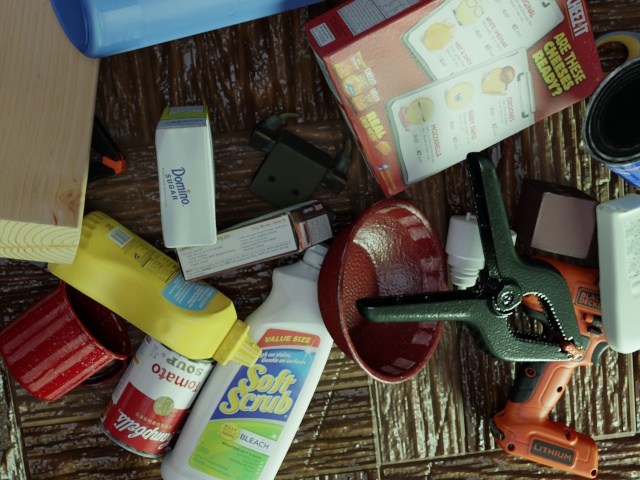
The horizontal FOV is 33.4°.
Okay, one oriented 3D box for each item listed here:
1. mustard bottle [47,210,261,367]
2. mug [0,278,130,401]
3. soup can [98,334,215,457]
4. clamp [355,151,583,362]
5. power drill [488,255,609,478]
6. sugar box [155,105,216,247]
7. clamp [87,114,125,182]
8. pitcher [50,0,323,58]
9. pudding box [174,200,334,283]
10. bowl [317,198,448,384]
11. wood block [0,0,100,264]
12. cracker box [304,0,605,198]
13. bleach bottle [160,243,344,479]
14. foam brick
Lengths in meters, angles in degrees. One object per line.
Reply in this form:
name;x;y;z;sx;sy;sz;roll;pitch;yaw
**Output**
mustard bottle;-0.135;0.050;0.923;0.191;0.096;0.058;33;105;-1
mug;-0.222;0.094;0.950;0.081;0.093;0.117;-36;135;8
soup can;-0.147;0.135;0.966;0.068;0.068;0.102;29;97;-9
clamp;0.151;0.033;0.900;0.209;0.036;0.164;28;97;-24
power drill;0.249;0.120;0.992;0.184;0.057;0.188;17;97;-3
sugar box;-0.109;-0.057;0.874;0.048;0.176;0.093;-4;102;-3
clamp;-0.250;-0.104;0.928;0.171;0.039;0.120;12;103;-5
pitcher;-0.084;-0.231;0.816;0.242;0.145;0.149;-23;114;-22
pudding box;-0.056;0.001;0.916;0.114;0.090;0.039;-18;93;20
bowl;0.047;0.044;0.940;0.055;0.161;0.162;-1;105;40
wood block;-0.228;-0.096;0.852;0.090;0.090;0.206;7;69;-15
cracker box;0.113;-0.155;0.891;0.213;0.072;0.164;-28;132;2
bleach bottle;-0.052;0.116;0.971;0.102;0.068;0.251;22;97;-7
foam brick;0.208;-0.021;0.950;0.053;0.078;0.051;11;102;-6
